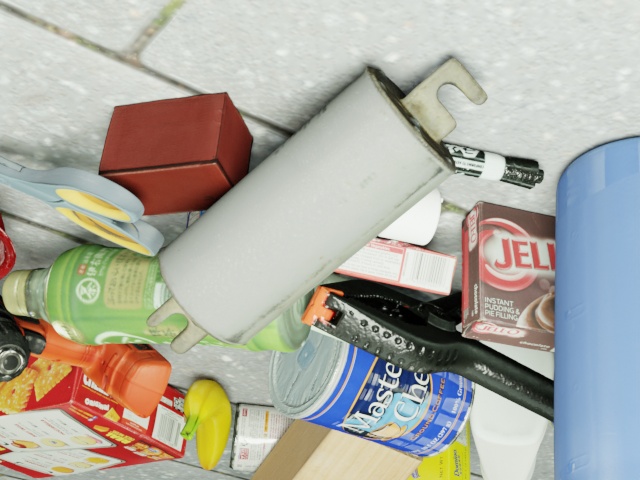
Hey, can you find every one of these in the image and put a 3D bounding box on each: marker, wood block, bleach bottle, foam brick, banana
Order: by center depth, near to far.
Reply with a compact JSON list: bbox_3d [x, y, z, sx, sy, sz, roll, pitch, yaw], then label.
[{"bbox_3d":[-0.088,-0.052,0.658,0.078,0.051,0.053,-5,151,16],"label":"foam brick"},{"bbox_3d":[0.083,-0.051,0.669,0.121,0.020,0.020,10,150,-11],"label":"marker"},{"bbox_3d":[0.176,0.171,0.993,0.068,0.102,0.251,6,158,12],"label":"bleach bottle"},{"bbox_3d":[0.004,0.225,1.010,0.090,0.091,0.206,25,121,-15],"label":"wood block"},{"bbox_3d":[-0.115,0.179,1.059,0.037,0.069,0.198,25,162,11],"label":"banana"}]

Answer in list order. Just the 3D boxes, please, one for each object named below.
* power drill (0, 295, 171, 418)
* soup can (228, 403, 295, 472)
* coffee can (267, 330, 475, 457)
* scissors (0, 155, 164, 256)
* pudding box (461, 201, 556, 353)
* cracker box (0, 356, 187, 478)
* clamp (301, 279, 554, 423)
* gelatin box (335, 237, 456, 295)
[{"bbox_3d":[-0.213,0.084,0.842,0.187,0.057,0.185,28,180,-37],"label":"power drill"},{"bbox_3d":[-0.040,0.206,1.094,0.102,0.068,0.068,6,151,-3],"label":"soup can"},{"bbox_3d":[0.042,0.113,0.883,0.140,0.103,0.103,23,146,-30],"label":"coffee can"},{"bbox_3d":[-0.187,-0.044,0.655,0.201,0.016,0.096,27,160,-8],"label":"scissors"},{"bbox_3d":[0.153,0.029,0.731,0.113,0.090,0.039,12,152,-14],"label":"pudding box"},{"bbox_3d":[-0.262,0.172,1.062,0.214,0.072,0.164,-14,146,30],"label":"cracker box"},{"bbox_3d":[0.082,0.070,0.737,0.209,0.165,0.036,14,108,-41],"label":"clamp"},{"bbox_3d":[0.041,0.012,0.748,0.089,0.030,0.073,12,-179,-13],"label":"gelatin box"}]
